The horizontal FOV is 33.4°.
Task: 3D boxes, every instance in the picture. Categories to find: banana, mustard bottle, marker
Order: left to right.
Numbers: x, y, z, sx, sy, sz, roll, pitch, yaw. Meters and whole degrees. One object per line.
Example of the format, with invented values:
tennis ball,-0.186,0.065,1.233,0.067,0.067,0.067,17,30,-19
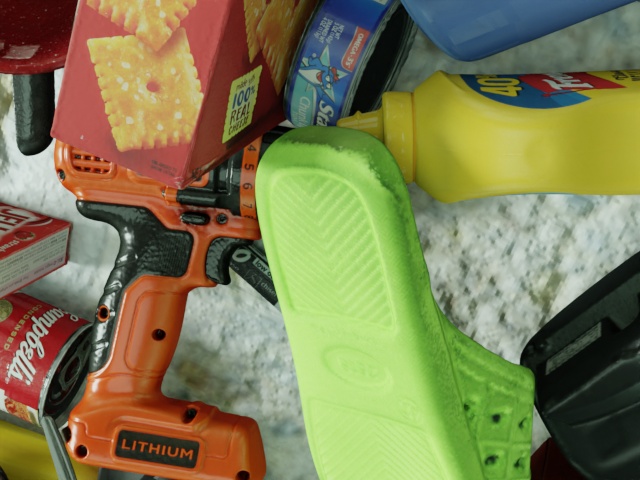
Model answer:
banana,-0.225,0.117,0.663,0.197,0.037,0.070,27,157,-9
marker,-0.054,0.001,0.596,0.121,0.020,0.020,41,114,2
mustard bottle,0.103,-0.047,0.465,0.191,0.096,0.058,-2,107,3

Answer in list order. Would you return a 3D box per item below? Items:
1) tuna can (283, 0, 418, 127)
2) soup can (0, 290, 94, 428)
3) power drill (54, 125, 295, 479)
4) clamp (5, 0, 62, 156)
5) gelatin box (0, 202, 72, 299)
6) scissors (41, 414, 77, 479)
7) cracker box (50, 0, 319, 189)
tuna can,0.016,-0.088,0.509,0.034,0.086,0.086,26,113,10
soup can,-0.189,0.062,0.633,0.102,0.068,0.068,22,112,11
power drill,-0.055,0.029,0.559,0.184,0.057,0.187,7,90,7
clamp,-0.177,-0.144,0.580,0.120,0.039,0.171,24,107,0
gelatin box,-0.194,0.002,0.604,0.073,0.089,0.030,16,109,13
scissors,-0.151,0.160,0.633,0.096,0.016,0.202,22,137,43
cracker box,-0.029,-0.146,0.464,0.072,0.164,0.214,23,112,8
